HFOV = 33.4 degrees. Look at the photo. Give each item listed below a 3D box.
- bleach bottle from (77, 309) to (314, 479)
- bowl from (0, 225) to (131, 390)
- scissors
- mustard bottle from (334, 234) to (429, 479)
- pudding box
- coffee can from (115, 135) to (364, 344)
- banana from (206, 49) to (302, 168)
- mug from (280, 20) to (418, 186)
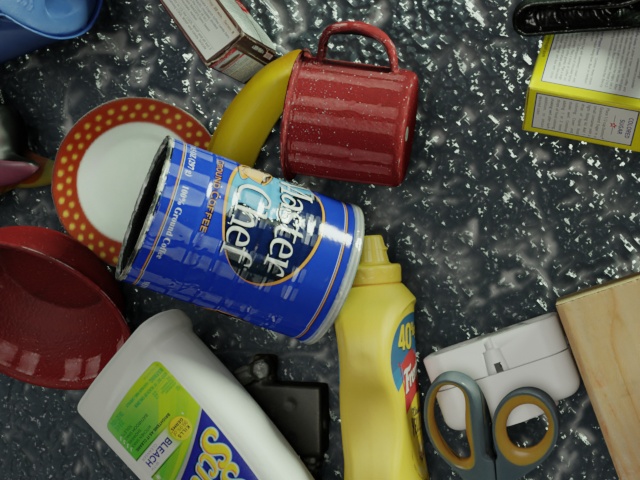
[{"bbox_3d":[-0.048,0.168,0.729,0.251,0.068,0.103,43,106,12],"label":"bleach bottle"},{"bbox_3d":[-0.209,0.041,0.795,0.162,0.055,0.162,9,136,9],"label":"bowl"},{"bbox_3d":[0.128,0.174,0.716,0.096,0.016,0.202,-14,108,22],"label":"scissors"},{"bbox_3d":[0.040,0.092,0.734,0.058,0.096,0.191,-5,89,17],"label":"mustard bottle"},{"bbox_3d":[-0.086,-0.171,0.767,0.039,0.090,0.113,-40,82,11],"label":"pudding box"},{"bbox_3d":[-0.055,0.001,0.722,0.140,0.103,0.103,20,96,-15],"label":"coffee can"},{"bbox_3d":[-0.056,-0.047,0.790,0.069,0.037,0.198,7,96,-18],"label":"banana"},{"bbox_3d":[0.023,-0.093,0.736,0.081,0.093,0.117,9,113,10],"label":"mug"}]
